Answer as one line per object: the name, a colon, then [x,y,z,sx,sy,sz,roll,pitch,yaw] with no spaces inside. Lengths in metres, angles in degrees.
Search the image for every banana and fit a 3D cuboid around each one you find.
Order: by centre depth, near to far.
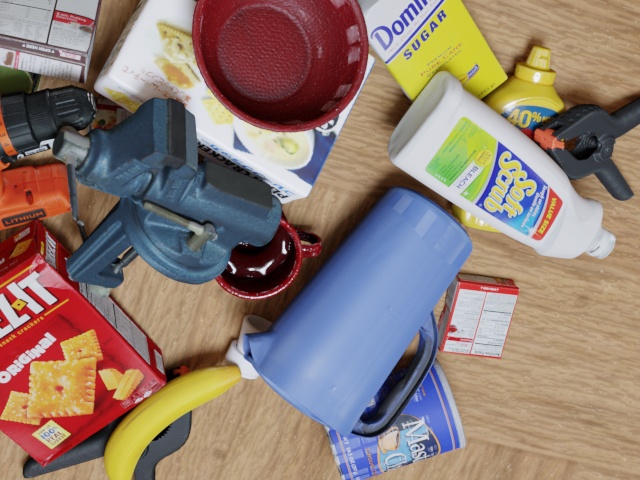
banana: [-0.169,0.191,1.125,0.198,0.037,0.069,-47,131,12]

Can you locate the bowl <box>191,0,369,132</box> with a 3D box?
bowl: [-0.041,-0.171,0.940,0.161,0.055,0.162,1,86,-21]

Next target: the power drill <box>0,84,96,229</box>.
power drill: [-0.279,-0.075,0.968,0.184,0.187,0.057,-12,70,-3]

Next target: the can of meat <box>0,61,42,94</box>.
can of meat: [-0.310,-0.154,0.979,0.102,0.084,0.057,16,108,-15]

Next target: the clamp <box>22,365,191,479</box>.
clamp: [-0.215,0.218,1.166,0.164,0.036,0.210,27,104,-16]

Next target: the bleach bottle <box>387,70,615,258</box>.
bleach bottle: [0.192,-0.058,1.043,0.250,0.068,0.103,29,112,-19]

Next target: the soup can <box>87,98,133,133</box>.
soup can: [-0.173,-0.101,1.031,0.102,0.068,0.068,3,111,-11]

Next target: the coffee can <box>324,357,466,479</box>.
coffee can: [0.076,0.198,1.169,0.140,0.103,0.103,-18,113,-2]

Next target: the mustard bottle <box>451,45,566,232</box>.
mustard bottle: [0.202,-0.104,1.095,0.096,0.058,0.192,6,110,-17]

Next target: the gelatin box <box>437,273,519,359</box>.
gelatin box: [0.172,0.084,1.180,0.073,0.030,0.089,7,110,-13]

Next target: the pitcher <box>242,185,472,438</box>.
pitcher: [0.051,0.074,1.081,0.243,0.145,0.149,-52,156,-6]

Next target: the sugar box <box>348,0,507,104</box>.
sugar box: [0.102,-0.190,1.019,0.093,0.048,0.176,-38,137,7]

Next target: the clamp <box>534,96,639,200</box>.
clamp: [0.285,-0.091,1.100,0.171,0.039,0.120,-8,113,-31]

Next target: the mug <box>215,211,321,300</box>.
mug: [-0.057,0.001,1.082,0.117,0.081,0.093,-2,112,-8]

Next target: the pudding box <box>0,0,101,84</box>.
pudding box: [-0.246,-0.199,0.958,0.090,0.113,0.039,10,138,-12]

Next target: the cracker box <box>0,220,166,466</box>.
cracker box: [-0.282,0.109,1.074,0.164,0.072,0.213,-33,125,5]
